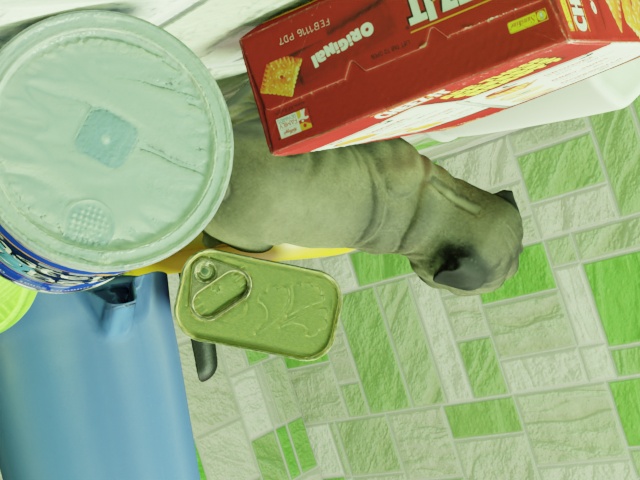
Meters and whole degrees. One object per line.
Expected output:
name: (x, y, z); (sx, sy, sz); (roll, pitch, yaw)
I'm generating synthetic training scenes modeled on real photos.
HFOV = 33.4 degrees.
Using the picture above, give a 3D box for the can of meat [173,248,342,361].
can of meat: (-0.044, 0.040, 0.695); (0.102, 0.057, 0.084); (11, 179, -8)

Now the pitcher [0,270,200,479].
pitcher: (-0.143, 0.148, 0.684); (0.145, 0.243, 0.149); (-14, 174, 7)

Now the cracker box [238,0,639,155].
cracker box: (0.083, -0.110, 0.582); (0.164, 0.072, 0.213); (-18, 179, 31)

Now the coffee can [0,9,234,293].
coffee can: (-0.107, -0.032, 0.474); (0.102, 0.103, 0.140); (-18, 180, -22)
